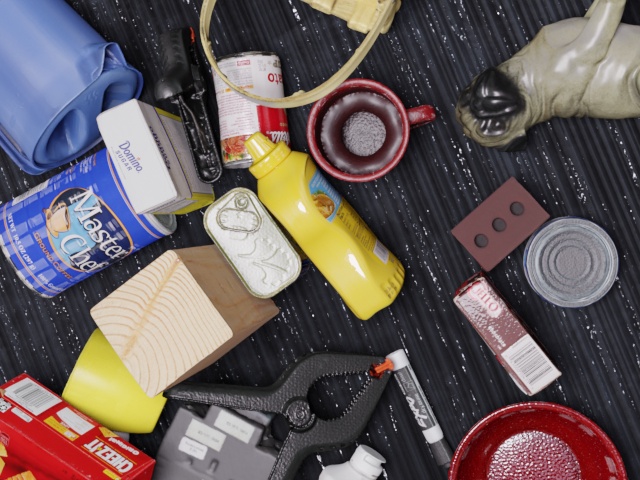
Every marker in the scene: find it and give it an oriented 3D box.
[{"bbox_3d":[0.097,0.162,1.025,0.020,0.020,0.121,-26,88,8],"label":"marker"}]

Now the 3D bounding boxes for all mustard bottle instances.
[{"bbox_3d":[-0.002,-0.021,0.973,0.058,0.096,0.191,-35,103,20],"label":"mustard bottle"}]

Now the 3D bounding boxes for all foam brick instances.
[{"bbox_3d":[0.166,-0.015,0.995,0.078,0.051,0.053,-43,85,7],"label":"foam brick"}]

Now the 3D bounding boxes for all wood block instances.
[{"bbox_3d":[-0.114,0.064,0.960,0.091,0.206,0.090,-37,86,8],"label":"wood block"}]

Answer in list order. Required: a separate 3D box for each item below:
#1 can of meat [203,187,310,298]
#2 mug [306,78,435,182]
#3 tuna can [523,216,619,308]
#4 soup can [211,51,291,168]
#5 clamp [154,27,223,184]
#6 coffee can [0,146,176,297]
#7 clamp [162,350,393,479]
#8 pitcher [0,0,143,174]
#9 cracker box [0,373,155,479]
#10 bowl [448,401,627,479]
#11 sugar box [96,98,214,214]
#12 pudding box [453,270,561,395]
[{"bbox_3d":[-0.057,0.001,1.011,0.057,0.084,0.102,-36,86,7],"label":"can of meat"},{"bbox_3d":[0.050,-0.103,0.994,0.117,0.081,0.093,-18,89,8],"label":"mug"},{"bbox_3d":[0.233,0.020,0.995,0.086,0.033,0.086,0,91,8],"label":"tuna can"},{"bbox_3d":[-0.066,-0.123,1.018,0.068,0.068,0.102,-7,90,8],"label":"soup can"},{"bbox_3d":[-0.129,-0.148,0.990,0.039,0.120,0.171,-16,55,0],"label":"clamp"},{"bbox_3d":[-0.224,-0.021,1.025,0.140,0.102,0.103,-28,87,8],"label":"coffee can"},{"bbox_3d":[-0.021,0.174,0.990,0.209,0.036,0.164,-21,84,-12],"label":"clamp"},{"bbox_3d":[-0.301,-0.189,1.029,0.149,0.145,0.243,-42,82,-5],"label":"pitcher"},{"bbox_3d":[-0.253,0.257,0.997,0.164,0.072,0.214,28,120,20],"label":"cracker box"},{"bbox_3d":[0.200,0.226,0.993,0.162,0.055,0.162,0,91,8],"label":"bowl"},{"bbox_3d":[-0.147,-0.072,0.976,0.048,0.176,0.093,-24,88,8],"label":"sugar box"},{"bbox_3d":[0.169,0.082,0.977,0.039,0.090,0.113,-37,87,9],"label":"pudding box"}]
